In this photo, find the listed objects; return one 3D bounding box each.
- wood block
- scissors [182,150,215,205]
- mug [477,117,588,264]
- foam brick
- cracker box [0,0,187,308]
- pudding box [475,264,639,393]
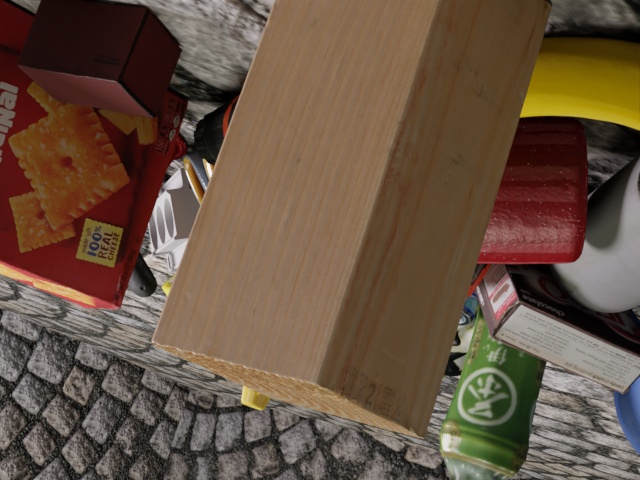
[{"bbox_3d":[0.019,-0.032,0.462,0.091,0.206,0.090,8,163,37],"label":"wood block"},{"bbox_3d":[-0.056,0.001,0.844,0.202,0.016,0.096,57,154,20],"label":"scissors"},{"bbox_3d":[0.106,-0.032,0.611,0.081,0.093,0.117,1,-159,8],"label":"mug"},{"bbox_3d":[-0.138,-0.115,0.667,0.078,0.053,0.051,13,166,22],"label":"foam brick"},{"bbox_3d":[-0.211,-0.065,0.722,0.213,0.164,0.072,27,162,-33],"label":"cracker box"},{"bbox_3d":[0.160,0.046,0.721,0.113,0.039,0.090,21,-152,-17],"label":"pudding box"}]
